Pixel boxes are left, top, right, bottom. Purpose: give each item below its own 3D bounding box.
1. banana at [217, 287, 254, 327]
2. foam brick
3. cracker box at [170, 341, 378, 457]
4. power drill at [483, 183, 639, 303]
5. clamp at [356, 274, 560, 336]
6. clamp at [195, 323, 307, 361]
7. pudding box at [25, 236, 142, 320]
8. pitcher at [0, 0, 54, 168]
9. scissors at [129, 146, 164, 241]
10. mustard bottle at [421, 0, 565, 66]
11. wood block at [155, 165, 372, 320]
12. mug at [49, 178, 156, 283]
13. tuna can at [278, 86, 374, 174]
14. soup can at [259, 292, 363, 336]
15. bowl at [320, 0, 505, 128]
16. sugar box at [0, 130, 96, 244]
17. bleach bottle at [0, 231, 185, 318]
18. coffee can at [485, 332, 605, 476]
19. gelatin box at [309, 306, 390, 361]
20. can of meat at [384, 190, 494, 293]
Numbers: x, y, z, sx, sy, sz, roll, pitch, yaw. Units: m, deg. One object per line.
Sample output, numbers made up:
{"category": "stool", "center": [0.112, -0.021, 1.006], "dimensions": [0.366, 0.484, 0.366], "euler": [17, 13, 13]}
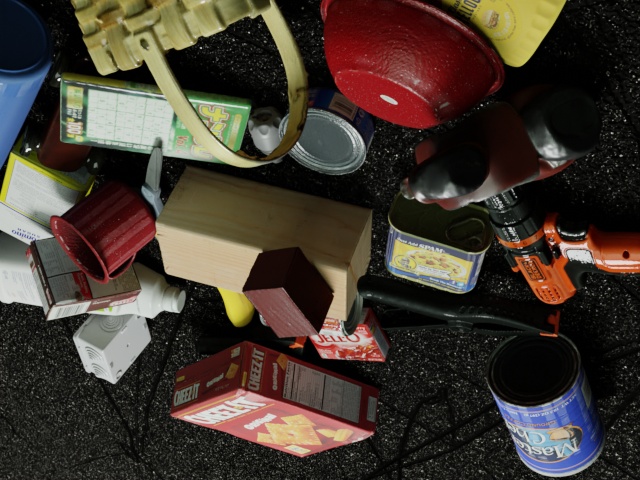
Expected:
{"category": "banana", "center": [-0.114, 0.043, 1.260], "dimensions": [0.070, 0.037, 0.197], "euler": [29, 154, 46]}
{"category": "foam brick", "center": [-0.032, 0.052, 1.053], "dimensions": [0.051, 0.053, 0.078], "euler": [-6, 134, 33]}
{"category": "cracker box", "center": [-0.058, 0.209, 1.364], "dimensions": [0.213, 0.072, 0.164], "euler": [23, 148, -31]}
{"category": "power drill", "center": [0.250, -0.012, 0.967], "dimensions": [0.188, 0.057, 0.184], "euler": [-3, 141, 36]}
{"category": "clamp", "center": [0.143, 0.074, 1.123], "dimensions": [0.210, 0.036, 0.164], "euler": [4, 164, 21]}
{"category": "clamp", "center": [-0.082, 0.136, 1.354], "dimensions": [0.120, 0.039, 0.172], "euler": [22, 147, -21]}
{"category": "pudding box", "center": [-0.276, 0.036, 1.248], "dimensions": [0.113, 0.090, 0.039], "euler": [-10, 157, -34]}
{"category": "pitcher", "center": [-0.363, -0.150, 1.077], "dimensions": [0.149, 0.145, 0.243], "euler": [24, 143, -22]}
{"category": "scissors", "center": [-0.171, -0.039, 1.151], "dimensions": [0.096, 0.016, 0.202], "euler": [46, 155, -9]}
{"category": "mustard bottle", "center": [0.086, -0.206, 0.802], "dimensions": [0.191, 0.058, 0.096], "euler": [25, 150, -2]}
{"category": "wood block", "center": [-0.058, 0.002, 1.125], "dimensions": [0.206, 0.090, 0.091], "euler": [14, 143, 12]}
{"category": "mug", "center": [-0.232, -0.005, 1.174], "dimensions": [0.093, 0.081, 0.117], "euler": [30, 149, 33]}
{"category": "tuna can", "center": [0.006, -0.103, 1.000], "dimensions": [0.086, 0.033, 0.086], "euler": [15, 144, 11]}
{"category": "soup can", "center": [-0.011, 0.070, 1.206], "dimensions": [0.102, 0.068, 0.068], "euler": [6, 142, 21]}
{"category": "bowl", "center": [0.063, -0.136, 0.858], "dimensions": [0.162, 0.055, 0.162], "euler": [23, 168, 5]}
{"category": "sugar box", "center": [-0.321, -0.051, 1.241], "dimensions": [0.093, 0.048, 0.176], "euler": [29, 148, -8]}
{"category": "bleach bottle", "center": [-0.291, 0.056, 1.350], "dimensions": [0.251, 0.068, 0.102], "euler": [12, 143, 12]}
{"category": "coffee can", "center": [0.249, 0.180, 1.175], "dimensions": [0.103, 0.102, 0.140], "euler": [0, 139, 29]}
{"category": "gelatin box", "center": [0.029, 0.111, 1.269], "dimensions": [0.089, 0.030, 0.073], "euler": [0, 139, 28]}
{"category": "can of meat", "center": [0.116, 0.002, 1.059], "dimensions": [0.102, 0.057, 0.084], "euler": [17, 147, 9]}
